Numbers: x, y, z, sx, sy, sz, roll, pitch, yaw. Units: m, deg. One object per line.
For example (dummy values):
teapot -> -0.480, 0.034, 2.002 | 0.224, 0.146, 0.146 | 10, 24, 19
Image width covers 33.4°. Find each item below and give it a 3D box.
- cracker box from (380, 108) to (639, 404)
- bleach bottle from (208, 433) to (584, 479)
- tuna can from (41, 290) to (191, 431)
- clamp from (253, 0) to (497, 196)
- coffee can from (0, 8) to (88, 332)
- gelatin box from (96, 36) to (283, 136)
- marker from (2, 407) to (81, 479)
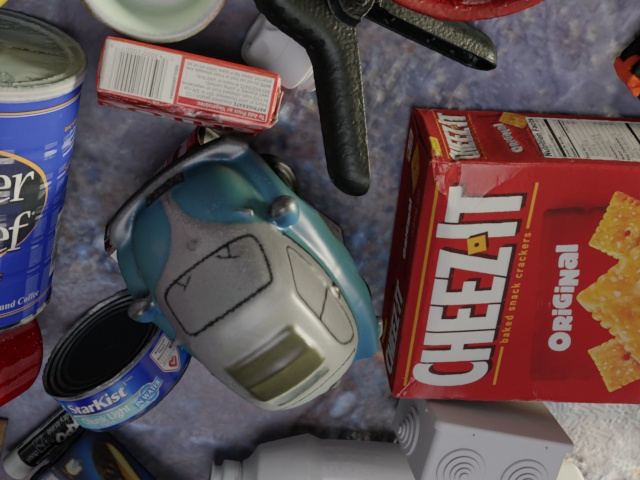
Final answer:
cracker box -> 0.151, 0.014, 0.622 | 0.213, 0.072, 0.164 | 2, 121, -6
bleach bottle -> 0.048, 0.184, 0.721 | 0.250, 0.068, 0.103 | 8, 119, -7
tuna can -> -0.118, 0.069, 0.623 | 0.086, 0.086, 0.033 | -28, 121, 11
clamp -> 0.008, -0.109, 0.533 | 0.171, 0.039, 0.120 | 44, 67, -22
coffee can -> -0.180, -0.036, 0.545 | 0.102, 0.103, 0.140 | 10, 119, -11
gelatin box -> -0.068, -0.076, 0.546 | 0.089, 0.073, 0.030 | 11, 90, -11
marker -> -0.158, 0.112, 0.684 | 0.121, 0.020, 0.020 | -41, 116, 18
